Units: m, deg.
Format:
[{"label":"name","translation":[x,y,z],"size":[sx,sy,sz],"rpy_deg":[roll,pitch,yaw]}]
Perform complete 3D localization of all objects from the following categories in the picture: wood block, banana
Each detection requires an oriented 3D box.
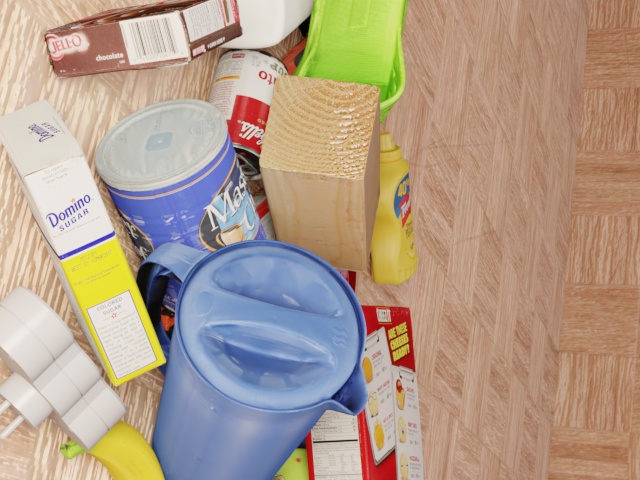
[{"label":"wood block","translation":[0.004,-0.055,0.969],"size":[0.206,0.090,0.091],"rpy_deg":[83,16,-67]},{"label":"banana","translation":[-0.150,0.201,0.837],"size":[0.069,0.037,0.198],"rpy_deg":[-46,135,-33]}]

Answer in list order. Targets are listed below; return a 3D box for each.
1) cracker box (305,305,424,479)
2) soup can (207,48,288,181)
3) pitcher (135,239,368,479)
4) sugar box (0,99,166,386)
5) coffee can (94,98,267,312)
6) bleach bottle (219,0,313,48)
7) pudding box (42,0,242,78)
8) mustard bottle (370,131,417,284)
[{"label":"cracker box","translation":[0.042,0.174,1.052],"size":[0.164,0.072,0.214],"rpy_deg":[10,73,-66]},{"label":"soup can","translation":[-0.070,-0.113,0.962],"size":[0.068,0.069,0.102],"rpy_deg":[53,43,-58]},{"label":"pitcher","translation":[-0.069,0.109,0.814],"size":[0.243,0.144,0.149],"rpy_deg":[116,-32,-53]},{"label":"sugar box","translation":[-0.159,0.002,0.714],"size":[0.048,0.093,0.176],"rpy_deg":[-24,127,-17]},{"label":"coffee can","translation":[-0.104,-0.025,0.836],"size":[0.102,0.103,0.140],"rpy_deg":[-67,151,-42]},{"label":"bleach bottle","translation":[-0.045,-0.241,0.998],"size":[0.250,0.103,0.068],"rpy_deg":[-58,152,-62]},{"label":"pudding box","translation":[-0.125,-0.147,0.759],"size":[0.090,0.114,0.039],"rpy_deg":[-48,132,-59]},{"label":"mustard bottle","translation":[0.089,-0.046,1.379],"size":[0.096,0.058,0.191],"rpy_deg":[-46,133,-61]}]
